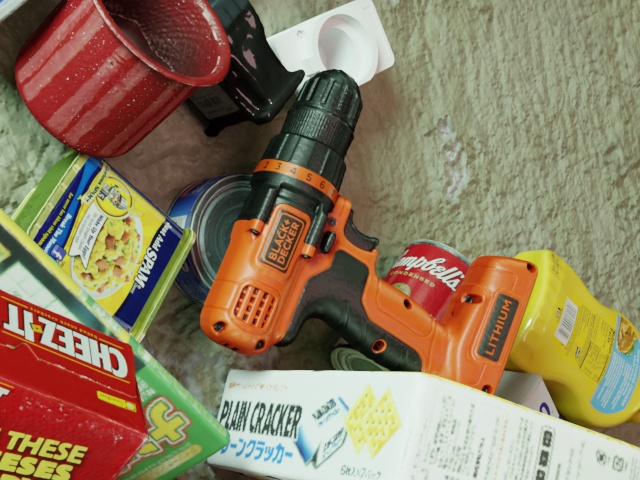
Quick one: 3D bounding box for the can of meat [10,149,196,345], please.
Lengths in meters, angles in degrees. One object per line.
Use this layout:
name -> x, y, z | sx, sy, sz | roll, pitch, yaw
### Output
can of meat -> -0.129, 0.009, 0.591 | 0.084, 0.058, 0.102 | 43, 47, -23

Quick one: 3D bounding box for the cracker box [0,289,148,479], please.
cracker box -> -0.202, 0.106, 0.457 | 0.164, 0.072, 0.214 | 29, 112, -31

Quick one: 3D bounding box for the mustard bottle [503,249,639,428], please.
mustard bottle -> 0.211, 0.094, 0.846 | 0.191, 0.058, 0.096 | 37, 64, -29

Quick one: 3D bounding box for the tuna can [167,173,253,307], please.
tuna can -> -0.054, 0.001, 0.671 | 0.085, 0.034, 0.086 | 3, 84, -37

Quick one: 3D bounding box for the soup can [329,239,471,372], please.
soup can -> 0.061, 0.058, 0.731 | 0.068, 0.069, 0.102 | 51, 60, -22

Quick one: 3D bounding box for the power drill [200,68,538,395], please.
power drill -> 0.037, 0.009, 0.656 | 0.187, 0.057, 0.184 | 26, 77, -14

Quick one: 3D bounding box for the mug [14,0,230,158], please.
mug -> -0.111, -0.107, 0.579 | 0.093, 0.082, 0.117 | 22, 43, -40
